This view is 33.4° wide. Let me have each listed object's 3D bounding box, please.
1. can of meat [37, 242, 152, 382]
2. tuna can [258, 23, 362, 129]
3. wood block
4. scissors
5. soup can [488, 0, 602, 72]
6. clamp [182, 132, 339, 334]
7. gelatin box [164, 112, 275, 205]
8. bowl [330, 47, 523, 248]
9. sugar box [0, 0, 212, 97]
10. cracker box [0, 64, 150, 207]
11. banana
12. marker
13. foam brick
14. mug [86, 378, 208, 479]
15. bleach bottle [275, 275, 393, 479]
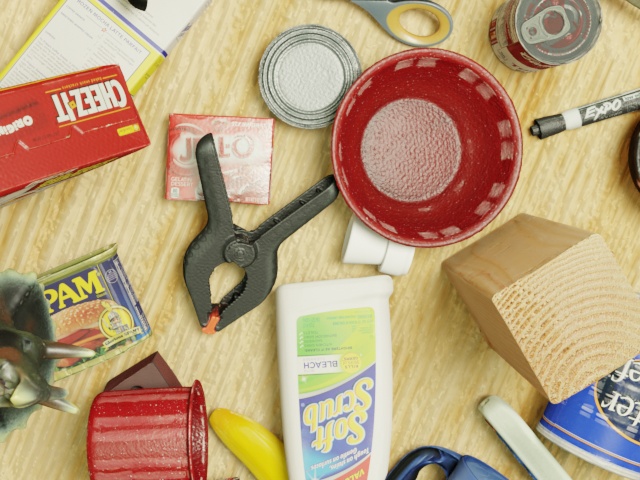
[{"bbox_3d":[-0.201,0.061,0.890,0.102,0.057,0.084,-23,99,0],"label":"can of meat"},{"bbox_3d":[-0.009,-0.136,0.891,0.086,0.034,0.086,0,95,-3],"label":"tuna can"},{"bbox_3d":[0.169,0.044,0.828,0.090,0.206,0.091,-32,96,0],"label":"wood block"},{"bbox_3d":[0.024,-0.195,0.891,0.202,0.016,0.096,-7,129,18],"label":"scissors"},{"bbox_3d":[0.179,-0.172,0.861,0.068,0.102,0.068,0,95,-3],"label":"soup can"},{"bbox_3d":[-0.056,0.001,0.881,0.120,0.039,0.171,12,115,-3],"label":"clamp"},{"bbox_3d":[-0.084,-0.069,0.895,0.089,0.030,0.073,3,95,-3],"label":"gelatin box"},{"bbox_3d":[0.082,-0.075,0.883,0.162,0.055,0.162,-1,93,-10],"label":"bowl"},{"bbox_3d":[-0.178,-0.163,0.876,0.093,0.048,0.176,41,89,-5],"label":"sugar box"},{"bbox_3d":[-0.254,-0.055,0.773,0.163,0.214,0.072,-26,98,-44],"label":"cracker box"},{"bbox_3d":[-0.033,0.229,0.921,0.069,0.037,0.198,-19,96,-1],"label":"banana"},{"bbox_3d":[0.238,-0.110,0.911,0.121,0.020,0.020,-17,96,-1],"label":"marker"},{"bbox_3d":[-0.140,0.142,0.901,0.053,0.051,0.078,-34,96,1],"label":"foam brick"},{"bbox_3d":[-0.133,0.166,0.840,0.081,0.093,0.117,-3,131,2],"label":"mug"},{"bbox_3d":[0.020,0.158,0.884,0.102,0.068,0.251,-5,87,-2],"label":"bleach bottle"}]
